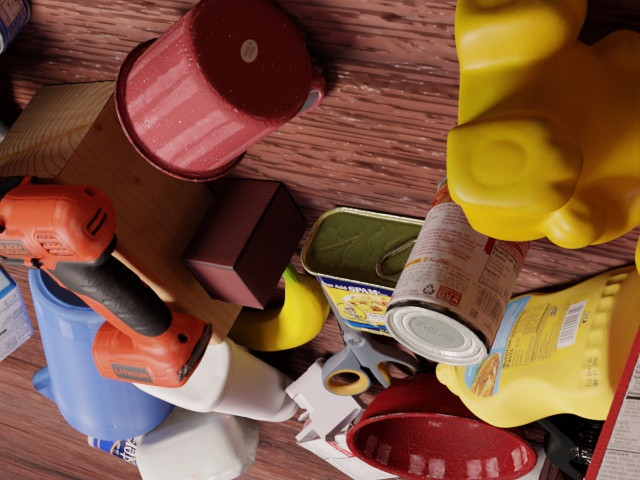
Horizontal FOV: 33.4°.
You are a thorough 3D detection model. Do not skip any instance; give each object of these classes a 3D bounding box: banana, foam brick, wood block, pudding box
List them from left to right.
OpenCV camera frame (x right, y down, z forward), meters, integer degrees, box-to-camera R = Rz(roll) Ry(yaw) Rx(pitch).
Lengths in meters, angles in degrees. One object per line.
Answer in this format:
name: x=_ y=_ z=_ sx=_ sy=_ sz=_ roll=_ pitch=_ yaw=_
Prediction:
wood block: x=-0.142 y=-0.016 z=0.810 sx=0.091 sy=0.090 sz=0.206 roll=4 pitch=146 yaw=38
foam brick: x=-0.055 y=0.001 z=0.778 sx=0.053 sy=0.078 sz=0.051 roll=8 pitch=148 yaw=35
banana: x=-0.037 y=0.064 z=0.920 sx=0.069 sy=0.037 sz=0.198 roll=48 pitch=150 yaw=1
pudding box: x=0.039 y=0.211 z=1.104 sx=0.090 sy=0.039 sz=0.114 roll=34 pitch=154 yaw=-15

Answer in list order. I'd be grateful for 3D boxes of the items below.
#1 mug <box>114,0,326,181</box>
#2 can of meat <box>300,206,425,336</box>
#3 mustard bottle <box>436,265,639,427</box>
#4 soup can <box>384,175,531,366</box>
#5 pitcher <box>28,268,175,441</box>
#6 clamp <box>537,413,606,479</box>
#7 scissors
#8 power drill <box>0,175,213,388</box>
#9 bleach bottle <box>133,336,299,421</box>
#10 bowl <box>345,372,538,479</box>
mug: x=-0.049 y=-0.089 z=0.618 sx=0.117 sy=0.093 sz=0.082 roll=6 pitch=161 yaw=-34
can of meat: x=0.049 y=0.027 z=0.756 sx=0.102 sy=0.057 sz=0.084 roll=10 pitch=151 yaw=29
mustard bottle: x=0.143 y=0.078 z=0.719 sx=0.058 sy=0.096 sz=0.192 roll=35 pitch=152 yaw=-21
soup can: x=0.087 y=0.017 z=0.654 sx=0.068 sy=0.102 sz=0.068 roll=20 pitch=152 yaw=11
pitcher: x=-0.188 y=0.081 z=0.997 sx=0.145 sy=0.149 sz=0.243 roll=35 pitch=152 yaw=16
clamp: x=0.210 y=0.157 z=0.861 sx=0.120 sy=0.039 sz=0.171 roll=21 pitch=152 yaw=14
scissors: x=0.016 y=0.086 z=0.881 sx=0.096 sy=0.016 sz=0.201 roll=-20 pitch=141 yaw=25
power drill: x=-0.178 y=0.030 z=0.758 sx=0.185 sy=0.057 sz=0.187 roll=2 pitch=144 yaw=40
bleach bottle: x=-0.075 y=0.132 z=0.987 sx=0.103 sy=0.068 sz=0.250 roll=16 pitch=170 yaw=26
bowl: x=0.104 y=0.156 z=0.910 sx=0.162 sy=0.055 sz=0.162 roll=7 pitch=149 yaw=4
